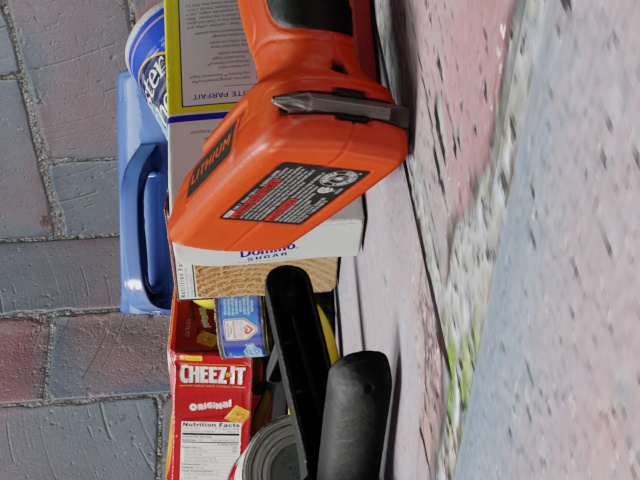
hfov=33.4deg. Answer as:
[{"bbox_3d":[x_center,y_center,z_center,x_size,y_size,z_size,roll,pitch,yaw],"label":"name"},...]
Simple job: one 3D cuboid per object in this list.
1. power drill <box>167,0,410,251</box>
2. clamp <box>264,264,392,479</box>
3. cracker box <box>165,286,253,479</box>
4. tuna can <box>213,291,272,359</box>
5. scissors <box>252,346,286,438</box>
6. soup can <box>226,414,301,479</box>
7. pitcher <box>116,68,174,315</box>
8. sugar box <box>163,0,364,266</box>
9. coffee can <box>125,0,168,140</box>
[{"bbox_3d":[-0.033,-0.094,0.414,0.185,0.057,0.187,-36,58,56],"label":"power drill"},{"bbox_3d":[0.006,0.118,0.516,0.165,0.036,0.210,-125,28,-67],"label":"clamp"},{"bbox_3d":[-0.100,0.151,0.933,0.164,0.072,0.214,-105,17,-66],"label":"cracker box"},{"bbox_3d":[-0.052,0.038,0.732,0.086,0.034,0.086,-1,-92,-89],"label":"tuna can"},{"bbox_3d":[-0.034,0.091,0.902,0.096,0.016,0.202,-112,30,-46],"label":"scissors"},{"bbox_3d":[-0.017,0.141,0.618,0.102,0.068,0.068,117,150,-69],"label":"soup can"},{"bbox_3d":[-0.142,-0.048,1.041,0.149,0.144,0.243,-174,79,-66],"label":"pitcher"},{"bbox_3d":[-0.032,-0.074,0.549,0.048,0.093,0.176,93,173,-65],"label":"sugar box"},{"bbox_3d":[-0.080,-0.111,0.832,0.103,0.102,0.140,92,153,-54],"label":"coffee can"}]
